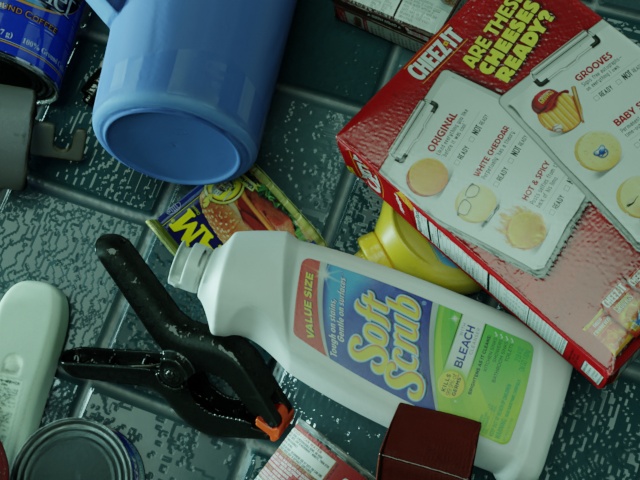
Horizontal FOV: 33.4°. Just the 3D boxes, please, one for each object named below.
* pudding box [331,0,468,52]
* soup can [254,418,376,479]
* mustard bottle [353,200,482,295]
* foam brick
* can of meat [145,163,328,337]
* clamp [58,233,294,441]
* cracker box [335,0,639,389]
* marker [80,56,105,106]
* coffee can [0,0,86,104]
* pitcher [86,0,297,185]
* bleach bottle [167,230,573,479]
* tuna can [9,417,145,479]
[{"bbox_3d":[0.073,-0.200,0.782,0.090,0.039,0.113,26,78,16],"label":"pudding box"},{"bbox_3d":[-0.017,0.172,0.669,0.068,0.068,0.102,36,82,17],"label":"soup can"},{"bbox_3d":[0.100,-0.017,0.711,0.191,0.058,0.096,-27,71,0],"label":"mustard bottle"},{"bbox_3d":[0.060,0.143,0.618,0.051,0.078,0.053,12,31,12],"label":"foam brick"},{"bbox_3d":[-0.055,0.001,0.733,0.084,0.057,0.102,-40,72,-6],"label":"can of meat"},{"bbox_3d":[-0.093,0.070,0.703,0.171,0.120,0.039,22,37,11],"label":"clamp"},{"bbox_3d":[0.143,-0.042,0.643,0.214,0.072,0.164,42,83,18],"label":"cracker box"},{"bbox_3d":[-0.144,-0.154,0.814,0.020,0.020,0.121,30,81,16],"label":"marker"},{"bbox_3d":[-0.226,-0.186,0.793,0.103,0.103,0.140,10,76,12],"label":"coffee can"},{"bbox_3d":[-0.086,-0.168,0.722,0.149,0.145,0.242,0,63,17],"label":"pitcher"},{"bbox_3d":[0.024,0.064,0.665,0.251,0.068,0.102,20,76,0],"label":"bleach bottle"},{"bbox_3d":[-0.162,0.163,0.714,0.086,0.033,0.086,-3,73,9],"label":"tuna can"}]
